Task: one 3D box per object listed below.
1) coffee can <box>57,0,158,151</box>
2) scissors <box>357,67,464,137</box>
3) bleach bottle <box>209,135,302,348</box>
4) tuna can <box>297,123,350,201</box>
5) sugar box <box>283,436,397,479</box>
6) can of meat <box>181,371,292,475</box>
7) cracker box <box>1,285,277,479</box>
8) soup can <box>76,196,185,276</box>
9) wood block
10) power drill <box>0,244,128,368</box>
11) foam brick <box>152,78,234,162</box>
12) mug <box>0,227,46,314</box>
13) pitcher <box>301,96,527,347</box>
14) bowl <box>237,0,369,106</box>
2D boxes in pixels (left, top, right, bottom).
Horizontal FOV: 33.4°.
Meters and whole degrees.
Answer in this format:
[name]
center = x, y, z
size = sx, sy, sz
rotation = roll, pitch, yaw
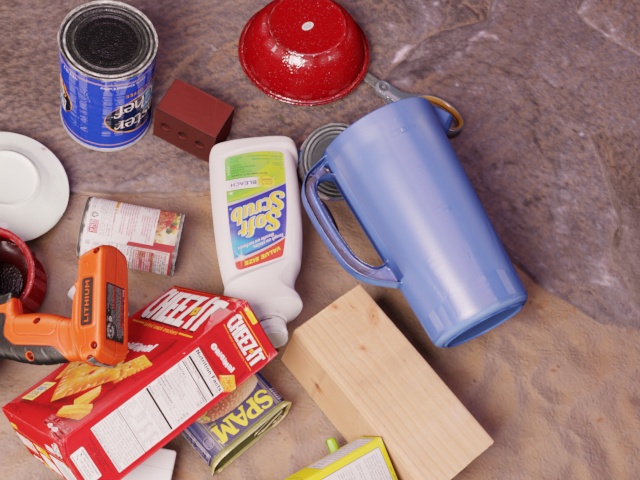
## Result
[coffee can]
center = -0.231, -0.175, 1.155
size = 0.102, 0.140, 0.103
rotation = 5, 63, -10
[scissors]
center = 0.075, -0.165, 1.286
size = 0.202, 0.016, 0.096
rotation = 24, 63, 3
[bleach bottle]
center = -0.057, 0.001, 1.110
size = 0.102, 0.068, 0.251
rotation = -6, 50, -8
[tuna can]
center = 0.017, -0.088, 1.208
size = 0.086, 0.034, 0.086
rotation = 1, 85, -11
[sugar box]
center = -0.005, 0.259, 0.983
size = 0.176, 0.048, 0.093
rotation = -22, 92, -27
[can of meat]
center = -0.094, 0.166, 1.058
size = 0.102, 0.057, 0.084
rotation = -37, 74, -25
[cracker box]
center = -0.171, 0.131, 0.996
size = 0.213, 0.164, 0.072
rotation = -37, 112, -25
[soup can]
center = -0.198, -0.004, 1.117
size = 0.102, 0.069, 0.068
rotation = 11, 62, -6
[wood block]
center = 0.063, 0.160, 1.074
size = 0.090, 0.091, 0.206
rotation = -34, 75, -25
[power drill]
center = -0.267, 0.052, 0.958
size = 0.188, 0.057, 0.184
rotation = -8, 77, 17
[foam brick]
center = -0.144, -0.135, 1.203
size = 0.078, 0.053, 0.051
rotation = 27, 61, 3
[mug]
center = -0.329, 0.044, 1.050
size = 0.117, 0.081, 0.093
rotation = -25, 80, -5
[pitcher]
center = 0.101, -0.012, 1.102
size = 0.144, 0.149, 0.243
rotation = -2, 61, -56
[bowl]
center = -0.018, -0.242, 1.274
size = 0.162, 0.055, 0.162
rotation = 2, 63, -4
